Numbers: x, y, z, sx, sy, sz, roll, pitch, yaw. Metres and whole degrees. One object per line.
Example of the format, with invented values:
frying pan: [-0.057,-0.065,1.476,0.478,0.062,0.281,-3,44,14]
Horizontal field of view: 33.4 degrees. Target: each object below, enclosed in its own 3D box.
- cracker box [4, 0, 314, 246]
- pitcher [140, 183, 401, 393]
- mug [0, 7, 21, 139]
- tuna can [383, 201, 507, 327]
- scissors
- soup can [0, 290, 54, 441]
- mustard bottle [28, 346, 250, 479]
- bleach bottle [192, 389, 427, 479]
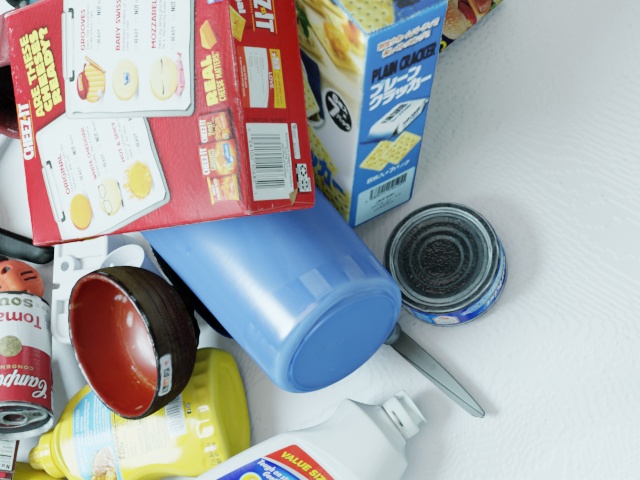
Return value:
cracker box: [-0.108,-0.088,0.693,0.214,0.071,0.164,-7,90,41]
pitcher: [-0.055,0.001,0.786,0.145,0.149,0.243,-42,58,0]
mug: [-0.251,-0.140,0.935,0.093,0.117,0.081,-5,50,-4]
tuna can: [0.088,0.016,0.762,0.086,0.033,0.086,-6,69,16]
scissors: [0.031,0.073,0.795,0.096,0.016,0.202,-39,64,15]
soup can: [-0.248,0.100,0.854,0.069,0.068,0.102,-23,56,20]
mustard bottle: [-0.151,0.152,0.843,0.192,0.058,0.096,-18,71,22]
bleach bottle: [-0.038,0.185,0.758,0.251,0.068,0.103,-36,57,-2]
